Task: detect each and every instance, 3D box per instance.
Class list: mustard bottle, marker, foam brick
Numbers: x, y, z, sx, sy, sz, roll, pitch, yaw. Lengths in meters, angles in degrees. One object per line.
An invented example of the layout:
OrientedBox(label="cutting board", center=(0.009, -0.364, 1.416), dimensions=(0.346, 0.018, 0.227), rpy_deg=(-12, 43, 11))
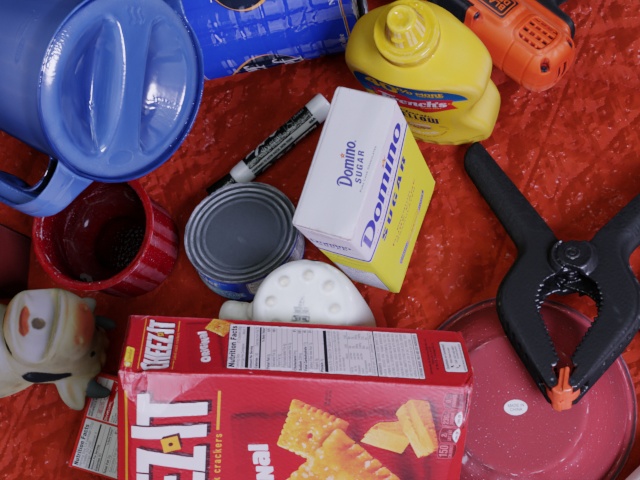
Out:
OrientedBox(label="mustard bottle", center=(0.068, -0.116, 0.717), dimensions=(0.096, 0.191, 0.058), rpy_deg=(17, 85, 15))
OrientedBox(label="marker", center=(-0.041, -0.067, 0.821), dimensions=(0.121, 0.020, 0.020), rpy_deg=(-40, 74, 2))
OrientedBox(label="foam brick", center=(-0.264, 0.014, 0.822), dimensions=(0.053, 0.078, 0.051), rpy_deg=(-1, 78, 9))

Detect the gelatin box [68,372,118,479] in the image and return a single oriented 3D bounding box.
OrientedBox(label="gelatin box", center=(-0.134, 0.144, 0.792), dimensions=(0.089, 0.030, 0.073), rpy_deg=(12, 82, 17))

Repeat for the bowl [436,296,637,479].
OrientedBox(label="bowl", center=(0.135, 0.113, 0.729), dimensions=(0.162, 0.055, 0.162), rpy_deg=(-2, 78, 12))

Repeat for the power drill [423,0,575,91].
OrientedBox(label="power drill", center=(0.146, -0.213, 0.769), dimensions=(0.187, 0.057, 0.184), rpy_deg=(-43, 71, -15))

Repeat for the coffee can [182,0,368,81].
OrientedBox(label="coffee can", center=(-0.040, -0.181, 0.801), dimensions=(0.140, 0.102, 0.103), rpy_deg=(-10, 77, 9))

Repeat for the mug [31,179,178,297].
OrientedBox(label="mug", center=(-0.166, -0.007, 0.803), dimensions=(0.117, 0.081, 0.093), rpy_deg=(25, 85, 15))

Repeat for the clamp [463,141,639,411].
OrientedBox(label="clamp", center=(0.160, 0.013, 0.722), dimensions=(0.165, 0.036, 0.210), rpy_deg=(9, 58, 19))

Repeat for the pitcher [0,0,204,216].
OrientedBox(label="pitcher", center=(-0.214, -0.125, 0.779), dimensions=(0.243, 0.145, 0.149), rpy_deg=(22, 39, 40))

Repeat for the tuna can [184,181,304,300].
OrientedBox(label="tuna can", center=(-0.055, 0.001, 0.790), dimensions=(0.086, 0.033, 0.086), rpy_deg=(-5, 59, 9))

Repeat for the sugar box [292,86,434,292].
OrientedBox(label="sugar box", center=(0.035, -0.027, 0.715), dimensions=(0.048, 0.176, 0.093), rpy_deg=(16, 82, 14))

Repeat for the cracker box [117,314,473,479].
OrientedBox(label="cracker box", center=(-0.020, 0.138, 0.678), dimensions=(0.213, 0.072, 0.164), rpy_deg=(3, 116, -4))
